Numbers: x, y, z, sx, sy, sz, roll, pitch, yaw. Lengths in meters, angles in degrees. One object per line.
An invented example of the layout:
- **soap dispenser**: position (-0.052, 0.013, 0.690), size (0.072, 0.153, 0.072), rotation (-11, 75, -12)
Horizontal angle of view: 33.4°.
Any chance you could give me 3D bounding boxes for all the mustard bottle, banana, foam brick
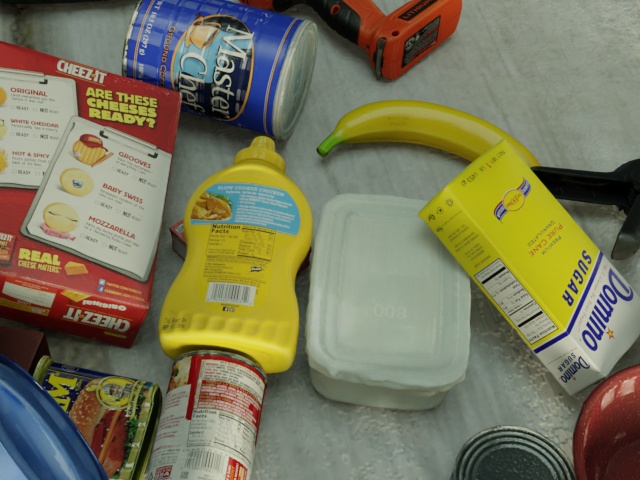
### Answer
- **mustard bottle**: position (-0.055, 0.001, 0.785), size (0.096, 0.058, 0.191), rotation (5, 56, 4)
- **banana**: position (0.099, -0.085, 0.915), size (0.198, 0.037, 0.069), rotation (9, 72, 4)
- **foam brick**: position (-0.224, 0.105, 0.739), size (0.053, 0.051, 0.078), rotation (10, 53, 4)

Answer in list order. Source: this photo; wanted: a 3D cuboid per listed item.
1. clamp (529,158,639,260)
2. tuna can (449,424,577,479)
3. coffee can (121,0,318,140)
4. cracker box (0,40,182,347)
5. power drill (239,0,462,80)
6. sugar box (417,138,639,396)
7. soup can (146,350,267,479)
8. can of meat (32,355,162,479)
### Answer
- **clamp**: position (0.250, -0.040, 0.873), size (0.171, 0.039, 0.120), rotation (-17, 47, -38)
- **tuna can**: position (0.130, 0.171, 0.725), size (0.086, 0.034, 0.086), rotation (2, 53, -3)
- **coffee can**: position (-0.084, -0.153, 0.908), size (0.140, 0.103, 0.102), rotation (16, 54, 8)
- **cracker box**: position (-0.202, -0.038, 0.813), size (0.164, 0.072, 0.213), rotation (15, 51, -16)
- **power drill**: position (0.040, -0.244, 1.015), size (0.188, 0.057, 0.184), rotation (36, 63, 24)
- **sugar box**: position (0.160, 0.017, 0.787), size (0.176, 0.048, 0.093), rotation (48, 48, 4)
- **soup can**: position (-0.076, 0.134, 0.717), size (0.068, 0.068, 0.102), rotation (7, 54, 1)
- **can of meat**: position (-0.159, 0.136, 0.718), size (0.084, 0.057, 0.102), rotation (11, 54, 1)
